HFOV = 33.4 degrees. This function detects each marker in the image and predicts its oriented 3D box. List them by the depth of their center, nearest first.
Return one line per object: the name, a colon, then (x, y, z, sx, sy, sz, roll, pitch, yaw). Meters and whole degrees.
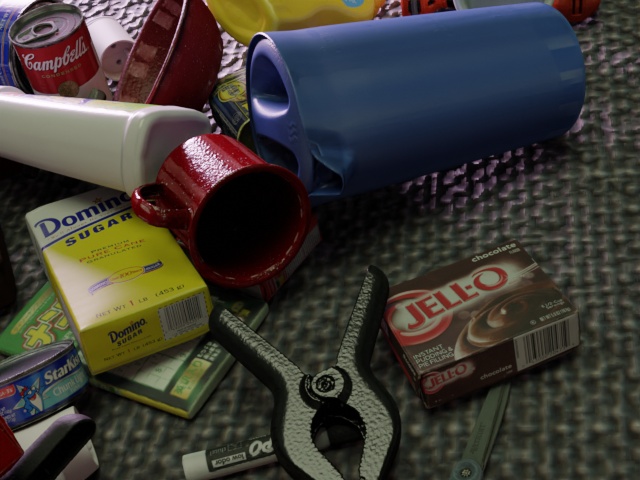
marker: (-0.027, 0.131, 0.675, 0.121, 0.020, 0.020, -14, 42, -1)

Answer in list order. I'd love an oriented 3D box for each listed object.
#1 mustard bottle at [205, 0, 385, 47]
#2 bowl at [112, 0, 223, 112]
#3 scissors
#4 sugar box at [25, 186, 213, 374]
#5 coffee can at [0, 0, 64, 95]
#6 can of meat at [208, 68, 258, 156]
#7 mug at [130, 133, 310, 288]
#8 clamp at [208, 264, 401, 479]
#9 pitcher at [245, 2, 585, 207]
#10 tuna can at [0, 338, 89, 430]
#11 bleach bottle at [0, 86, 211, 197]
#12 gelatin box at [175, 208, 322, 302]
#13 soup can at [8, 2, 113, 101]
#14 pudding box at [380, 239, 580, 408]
mustard bottle: (-0.007, -0.218, 0.978, 0.191, 0.058, 0.096, -17, 49, -45)
bowl: (-0.129, -0.146, 0.932, 0.055, 0.162, 0.162, 22, 37, -23)
scissors: (0.068, 0.148, 0.635, 0.096, 0.016, 0.201, -7, 37, 15)
sugar box: (-0.151, 0.019, 0.781, 0.093, 0.048, 0.176, -20, 38, -18)
coffee can: (-0.317, -0.189, 1.027, 0.140, 0.103, 0.102, 11, 48, 24)
can of meat: (-0.036, -0.111, 0.908, 0.102, 0.057, 0.084, -24, 41, -12)
mug: (-0.076, -0.024, 0.747, 0.117, 0.093, 0.082, -4, 27, -31)
clamp: (-0.007, 0.094, 0.661, 0.120, 0.039, 0.171, -11, 52, 5)
pitcher: (0.068, -0.116, 0.815, 0.242, 0.149, 0.145, -13, -3, -18)
tuna can: (-0.199, 0.098, 0.714, 0.086, 0.034, 0.086, -21, 8, 3)
bleach bottle: (-0.215, -0.087, 0.844, 0.251, 0.068, 0.102, 12, 13, 25)
gelatin box: (-0.055, 0.001, 0.813, 0.089, 0.030, 0.073, 20, 53, 32)
soup can: (-0.232, -0.153, 0.968, 0.068, 0.102, 0.068, -7, 43, 6)
pudding box: (0.101, 0.053, 0.706, 0.113, 0.039, 0.090, -19, 37, -8)
